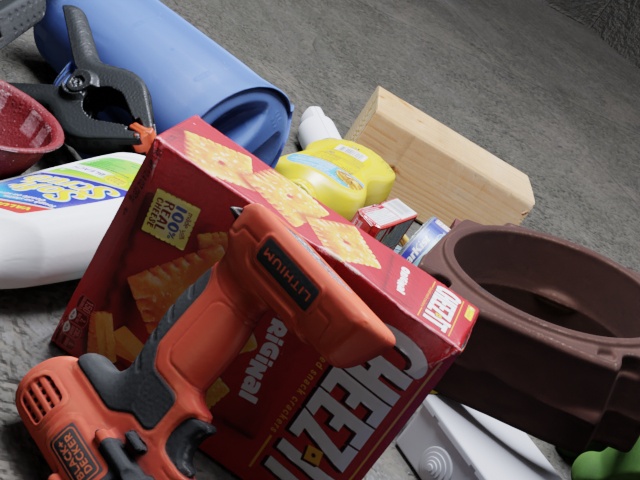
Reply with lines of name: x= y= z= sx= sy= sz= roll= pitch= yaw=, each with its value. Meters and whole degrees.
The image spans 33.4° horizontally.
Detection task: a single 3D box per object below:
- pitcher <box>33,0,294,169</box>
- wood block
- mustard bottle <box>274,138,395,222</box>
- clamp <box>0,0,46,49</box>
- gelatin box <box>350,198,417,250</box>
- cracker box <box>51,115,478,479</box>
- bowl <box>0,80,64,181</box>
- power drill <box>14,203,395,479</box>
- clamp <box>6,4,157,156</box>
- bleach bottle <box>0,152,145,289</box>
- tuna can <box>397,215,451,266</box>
pitcher: x=-0.155 y=-0.137 z=0.935 sx=0.243 sy=0.145 sz=0.149 roll=42 pitch=7 yaw=28
wood block: x=0.128 y=-0.075 z=1.206 sx=0.206 sy=0.091 sz=0.090 roll=30 pitch=24 yaw=-9
mustard bottle: x=0.001 y=-0.053 z=1.038 sx=0.096 sy=0.058 sz=0.191 roll=27 pitch=22 yaw=13
clamp: x=-0.258 y=-0.193 z=0.861 sx=0.164 sy=0.036 sz=0.210 roll=-21 pitch=30 yaw=-9
gelatin box: x=0.043 y=0.002 z=0.971 sx=0.030 sy=0.073 sz=0.089 roll=40 pitch=25 yaw=16
cracker box: x=-0.039 y=0.052 z=0.655 sx=0.214 sy=0.164 sz=0.072 roll=35 pitch=25 yaw=4
bowl: x=-0.264 y=-0.079 z=0.740 sx=0.162 sy=0.055 sz=0.162 roll=25 pitch=17 yaw=-8
power drill: x=-0.054 y=0.088 z=0.548 sx=0.185 sy=0.187 sz=0.057 roll=48 pitch=3 yaw=28
clamp: x=-0.199 y=-0.111 z=0.844 sx=0.172 sy=0.120 sz=0.039 roll=43 pitch=-12 yaw=30
bleach bottle: x=-0.181 y=-0.006 z=0.700 sx=0.103 sy=0.068 sz=0.250 roll=21 pitch=20 yaw=22
tuna can: x=0.090 y=0.020 z=0.981 sx=0.034 sy=0.086 sz=0.086 roll=40 pitch=24 yaw=9
